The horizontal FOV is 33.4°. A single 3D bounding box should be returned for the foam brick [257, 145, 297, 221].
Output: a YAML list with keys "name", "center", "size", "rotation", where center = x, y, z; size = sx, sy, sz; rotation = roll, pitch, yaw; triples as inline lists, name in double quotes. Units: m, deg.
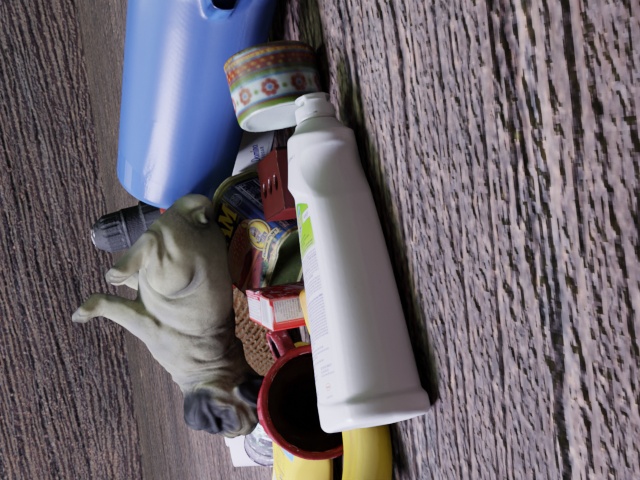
- name: "foam brick"
  center: [-0.018, -0.049, 0.890]
  size: [0.078, 0.051, 0.053]
  rotation: [153, 108, -74]

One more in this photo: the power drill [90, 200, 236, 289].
- name: "power drill"
  center: [-0.145, 0.012, 1.160]
  size: [0.188, 0.184, 0.057]
  rotation: [88, 165, -57]

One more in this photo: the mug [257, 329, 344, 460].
- name: "mug"
  center: [-0.015, 0.127, 0.895]
  size: [0.117, 0.093, 0.081]
  rotation: [60, 166, 5]

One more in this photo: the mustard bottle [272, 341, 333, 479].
- name: "mustard bottle"
  center: [-0.017, 0.178, 0.995]
  size: [0.096, 0.058, 0.192]
  rotation: [-116, 23, -59]

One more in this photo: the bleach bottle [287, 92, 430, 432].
- name: "bleach bottle"
  center: [0.017, 0.010, 0.785]
  size: [0.103, 0.068, 0.251]
  rotation: [135, 127, -70]

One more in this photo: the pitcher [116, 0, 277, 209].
- name: "pitcher"
  center: [-0.118, -0.158, 0.965]
  size: [0.145, 0.149, 0.243]
  rotation: [26, 124, 18]

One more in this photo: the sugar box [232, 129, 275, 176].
- name: "sugar box"
  center: [-0.092, -0.159, 1.101]
  size: [0.093, 0.048, 0.176]
  rotation: [108, 146, -56]

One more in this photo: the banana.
- name: "banana"
  center: [0.023, 0.131, 0.826]
  size: [0.037, 0.069, 0.198]
  rotation: [-21, 66, 35]

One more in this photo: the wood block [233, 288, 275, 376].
- name: "wood block"
  center: [-0.103, 0.122, 1.147]
  size: [0.091, 0.090, 0.206]
  rotation: [54, 163, 3]

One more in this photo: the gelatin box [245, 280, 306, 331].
- name: "gelatin box"
  center: [-0.018, 0.052, 0.904]
  size: [0.089, 0.073, 0.030]
  rotation: [-171, 72, -74]

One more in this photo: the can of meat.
- name: "can of meat"
  center: [-0.056, 0.001, 0.970]
  size: [0.084, 0.057, 0.102]
  rotation: [39, 131, 25]
